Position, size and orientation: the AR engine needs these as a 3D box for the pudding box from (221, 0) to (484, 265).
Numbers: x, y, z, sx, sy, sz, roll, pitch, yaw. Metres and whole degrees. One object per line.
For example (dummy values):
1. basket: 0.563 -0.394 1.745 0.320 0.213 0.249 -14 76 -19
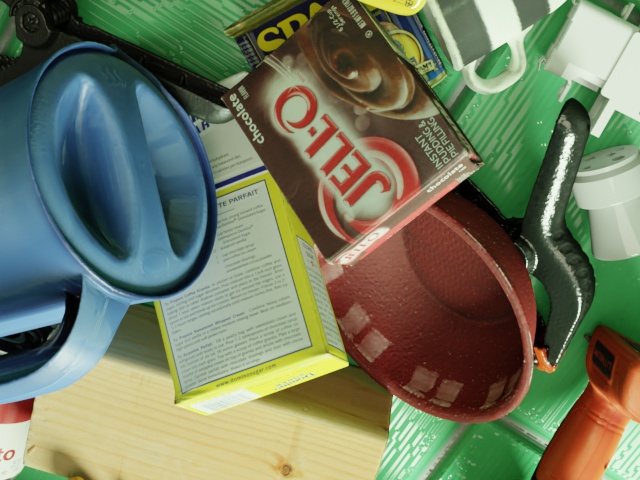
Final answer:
1. pudding box: 0.015 -0.057 0.546 0.090 0.039 0.113 -39 69 16

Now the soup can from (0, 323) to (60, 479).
1. soup can: -0.212 0.098 0.692 0.068 0.068 0.102 22 109 -1

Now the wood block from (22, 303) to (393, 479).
1. wood block: -0.066 0.113 0.667 0.206 0.090 0.091 16 108 2

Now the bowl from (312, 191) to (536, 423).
1. bowl: 0.066 0.025 0.617 0.162 0.055 0.162 29 139 29

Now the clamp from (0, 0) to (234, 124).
1. clamp: -0.147 -0.120 0.608 0.210 0.036 0.164 -17 105 26

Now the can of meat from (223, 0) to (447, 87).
1. can of meat: 0.011 -0.108 0.605 0.102 0.057 0.084 -26 105 14

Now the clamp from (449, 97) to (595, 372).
1. clamp: 0.106 -0.003 0.629 0.120 0.039 0.171 9 120 38

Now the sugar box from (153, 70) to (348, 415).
1. sugar box: -0.054 0.001 0.609 0.093 0.048 0.176 -20 68 13

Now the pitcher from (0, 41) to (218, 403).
1. pitcher: -0.187 0.004 0.576 0.243 0.149 0.145 -18 101 30
